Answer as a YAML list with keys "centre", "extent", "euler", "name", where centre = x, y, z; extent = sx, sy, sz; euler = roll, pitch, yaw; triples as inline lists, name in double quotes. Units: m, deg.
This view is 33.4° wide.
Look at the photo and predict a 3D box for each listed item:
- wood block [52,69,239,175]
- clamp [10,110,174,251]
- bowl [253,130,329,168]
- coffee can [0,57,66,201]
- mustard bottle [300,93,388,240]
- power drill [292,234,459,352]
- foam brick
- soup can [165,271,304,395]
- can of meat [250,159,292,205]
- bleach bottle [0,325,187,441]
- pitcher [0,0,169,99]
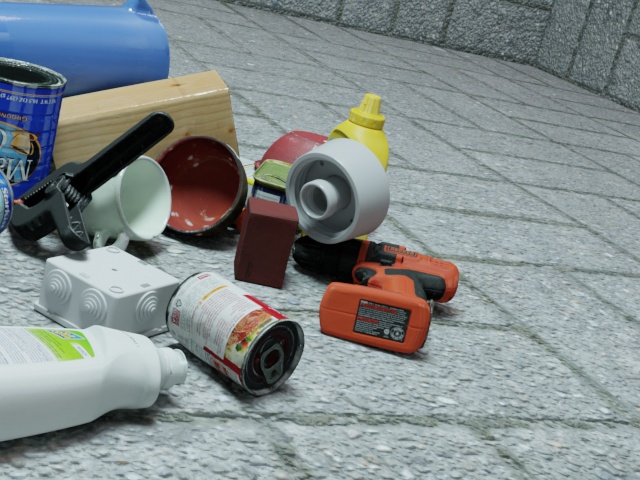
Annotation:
- centre: [-0.207, -0.126, 1.228]
  extent: [0.206, 0.090, 0.091]
  euler: [-13, 26, -11]
  name: "wood block"
- centre: [-0.239, -0.037, 1.002]
  extent: [0.210, 0.036, 0.164]
  euler: [-17, 34, 41]
  name: "clamp"
- centre: [0.000, -0.100, 1.347]
  extent: [0.162, 0.055, 0.162]
  euler: [15, 12, -4]
  name: "bowl"
- centre: [-0.328, -0.110, 1.111]
  extent: [0.102, 0.140, 0.103]
  euler: [14, 18, -5]
  name: "coffee can"
- centre: [0.034, -0.074, 1.219]
  extent: [0.058, 0.192, 0.096]
  euler: [5, 21, -30]
  name: "mustard bottle"
- centre: [0.049, 0.045, 1.093]
  extent: [0.184, 0.057, 0.187]
  euler: [11, 18, 6]
  name: "power drill"
- centre: [-0.057, 0.001, 1.105]
  extent: [0.053, 0.078, 0.051]
  euler: [12, 20, -9]
  name: "foam brick"
- centre: [-0.072, 0.075, 0.886]
  extent: [0.102, 0.068, 0.068]
  euler: [29, 22, 37]
  name: "soup can"
- centre: [-0.053, -0.038, 1.215]
  extent: [0.057, 0.084, 0.102]
  euler: [17, 18, 3]
  name: "can of meat"
- centre: [-0.199, 0.096, 0.730]
  extent: [0.250, 0.068, 0.103]
  euler: [3, 22, -41]
  name: "bleach bottle"
- centre: [-0.313, -0.209, 1.266]
  extent: [0.242, 0.149, 0.145]
  euler: [-5, -15, -42]
  name: "pitcher"
